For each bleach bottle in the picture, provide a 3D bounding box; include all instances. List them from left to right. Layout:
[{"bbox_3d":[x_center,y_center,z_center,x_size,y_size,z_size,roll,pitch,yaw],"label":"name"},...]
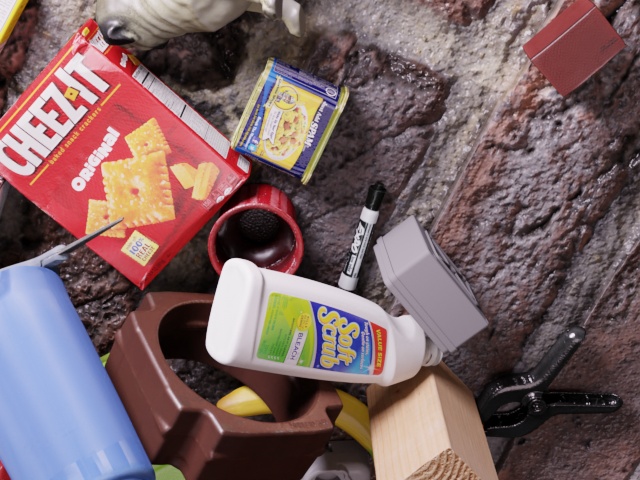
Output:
[{"bbox_3d":[0.017,0.088,1.055,0.250,0.068,0.102,11,97,-30],"label":"bleach bottle"}]

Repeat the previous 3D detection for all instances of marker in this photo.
[{"bbox_3d":[0.044,-0.005,1.110,0.020,0.020,0.121,14,112,-7],"label":"marker"}]

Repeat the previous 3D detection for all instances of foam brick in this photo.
[{"bbox_3d":[0.242,-0.185,1.022,0.078,0.051,0.053,-39,109,14],"label":"foam brick"}]

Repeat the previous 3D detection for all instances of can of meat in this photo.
[{"bbox_3d":[-0.031,-0.118,1.041,0.084,0.057,0.102,23,110,-8],"label":"can of meat"}]

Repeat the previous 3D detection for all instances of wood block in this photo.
[{"bbox_3d":[0.112,0.208,1.099,0.090,0.206,0.090,-40,108,14],"label":"wood block"}]

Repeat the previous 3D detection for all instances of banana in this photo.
[{"bbox_3d":[-0.012,0.188,1.168,0.197,0.069,0.037,20,151,-2],"label":"banana"}]

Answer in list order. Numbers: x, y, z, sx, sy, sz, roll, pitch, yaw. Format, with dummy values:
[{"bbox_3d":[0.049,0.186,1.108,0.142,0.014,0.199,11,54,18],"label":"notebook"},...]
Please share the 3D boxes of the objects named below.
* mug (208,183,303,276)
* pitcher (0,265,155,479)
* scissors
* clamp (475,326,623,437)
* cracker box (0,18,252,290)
[{"bbox_3d":[-0.057,0.001,1.076,0.093,0.081,0.117,-32,110,11],"label":"mug"},{"bbox_3d":[-0.248,0.155,0.990,0.148,0.243,0.145,-1,135,-47],"label":"pitcher"},{"bbox_3d":[-0.252,0.018,1.050,0.202,0.096,0.016,-22,81,19],"label":"scissors"},{"bbox_3d":[0.237,0.162,1.174,0.171,0.039,0.120,-20,110,7],"label":"clamp"},{"bbox_3d":[-0.199,-0.081,1.043,0.213,0.072,0.164,41,106,-16],"label":"cracker box"}]
